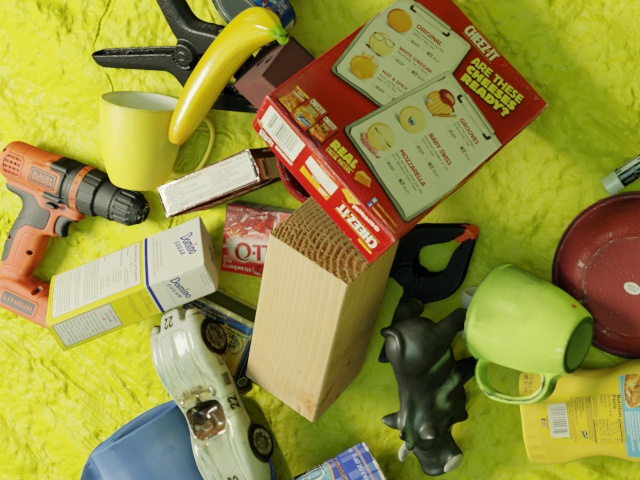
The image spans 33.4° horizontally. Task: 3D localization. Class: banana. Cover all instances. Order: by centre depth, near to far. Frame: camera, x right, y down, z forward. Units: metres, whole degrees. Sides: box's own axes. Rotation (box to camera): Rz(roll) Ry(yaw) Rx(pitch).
[{"bbox_3d":[-0.093,-0.167,1.027,0.037,0.069,0.198,28,139,-23],"label":"banana"}]

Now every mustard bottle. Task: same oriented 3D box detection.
[{"bbox_3d":[0.287,0.159,0.997,0.192,0.058,0.096,-5,97,21],"label":"mustard bottle"}]

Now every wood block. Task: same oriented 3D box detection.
[{"bbox_3d":[-0.001,0.064,1.020,0.091,0.090,0.206,32,138,19],"label":"wood block"}]

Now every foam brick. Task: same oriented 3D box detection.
[{"bbox_3d":[-0.039,-0.157,1.032,0.051,0.078,0.053,40,74,-20],"label":"foam brick"}]

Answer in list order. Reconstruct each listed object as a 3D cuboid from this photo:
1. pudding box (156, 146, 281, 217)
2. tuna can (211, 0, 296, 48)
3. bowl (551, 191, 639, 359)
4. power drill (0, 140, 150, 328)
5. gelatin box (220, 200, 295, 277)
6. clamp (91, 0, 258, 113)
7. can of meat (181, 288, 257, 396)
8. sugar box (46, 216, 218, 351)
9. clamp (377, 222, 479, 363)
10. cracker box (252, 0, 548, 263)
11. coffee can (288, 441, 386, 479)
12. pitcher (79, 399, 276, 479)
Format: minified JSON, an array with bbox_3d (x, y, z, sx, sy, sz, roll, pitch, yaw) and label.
[{"bbox_3d":[-0.097,-0.060,1.087,0.114,0.090,0.039,-22,90,21],"label":"pudding box"},{"bbox_3d":[-0.066,-0.229,1.051,0.086,0.086,0.033,36,75,11],"label":"tuna can"},{"bbox_3d":[0.290,0.037,0.979,0.162,0.055,0.162,3,100,20],"label":"bowl"},{"bbox_3d":[-0.290,0.000,1.188,0.184,0.057,0.188,23,104,16],"label":"power drill"},{"bbox_3d":[-0.057,0.001,1.114,0.089,0.030,0.073,10,102,19],"label":"gelatin box"},{"bbox_3d":[-0.141,-0.191,1.100,0.210,0.036,0.165,40,133,0],"label":"clamp"},{"bbox_3d":[-0.108,0.104,1.136,0.102,0.057,0.084,25,105,15],"label":"can of meat"},{"bbox_3d":[-0.195,0.045,1.113,0.176,0.093,0.048,-19,124,4],"label":"sugar box"},{"bbox_3d":[0.079,0.030,1.064,0.120,0.039,0.172,43,111,-2],"label":"clamp"},{"bbox_3d":[0.071,-0.109,0.948,0.164,0.213,0.072,48,154,3],"label":"cracker box"},{"bbox_3d":[0.004,0.279,1.069,0.140,0.103,0.103,-25,89,-6],"label":"coffee can"},{"bbox_3d":[-0.127,0.288,1.143,0.149,0.144,0.243,-30,91,34],"label":"pitcher"}]
